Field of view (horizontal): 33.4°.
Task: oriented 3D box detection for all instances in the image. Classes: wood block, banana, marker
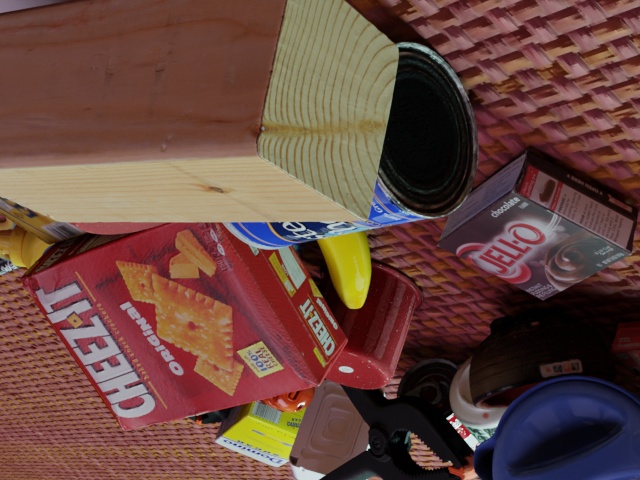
[{"bbox_3d":[-0.078,-0.063,0.522,0.206,0.090,0.090,1,163,35],"label":"wood block"},{"bbox_3d":[-0.008,-0.015,0.782,0.197,0.069,0.037,38,-174,-45],"label":"banana"},{"bbox_3d":[-0.320,0.021,1.112,0.020,0.020,0.121,36,149,-28],"label":"marker"}]

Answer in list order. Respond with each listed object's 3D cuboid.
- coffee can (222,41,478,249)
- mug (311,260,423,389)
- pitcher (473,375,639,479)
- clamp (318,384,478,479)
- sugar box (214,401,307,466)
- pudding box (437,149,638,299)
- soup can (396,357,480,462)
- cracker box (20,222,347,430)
[{"bbox_3d":[0.010,-0.054,0.652,0.141,0.102,0.102,-11,140,45],"label":"coffee can"},{"bbox_3d":[0.020,0.068,0.895,0.117,0.081,0.093,21,153,-2],"label":"mug"},{"bbox_3d":[0.241,0.178,0.828,0.149,0.145,0.242,50,-164,26],"label":"pitcher"},{"bbox_3d":[0.059,0.171,0.976,0.036,0.164,0.210,-7,-174,-41],"label":"clamp"},{"bbox_3d":[-0.063,0.229,1.295,0.093,0.048,0.176,24,152,-8],"label":"sugar box"},{"bbox_3d":[0.144,-0.007,0.716,0.090,0.039,0.114,26,153,-10],"label":"pudding box"},{"bbox_3d":[0.122,0.165,1.023,0.069,0.068,0.102,3,149,30],"label":"soup can"},{"bbox_3d":[-0.111,0.055,0.845,0.214,0.072,0.164,-18,110,33],"label":"cracker box"}]
